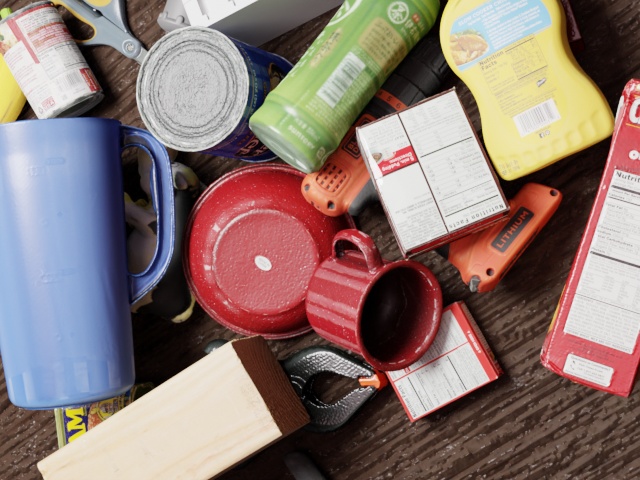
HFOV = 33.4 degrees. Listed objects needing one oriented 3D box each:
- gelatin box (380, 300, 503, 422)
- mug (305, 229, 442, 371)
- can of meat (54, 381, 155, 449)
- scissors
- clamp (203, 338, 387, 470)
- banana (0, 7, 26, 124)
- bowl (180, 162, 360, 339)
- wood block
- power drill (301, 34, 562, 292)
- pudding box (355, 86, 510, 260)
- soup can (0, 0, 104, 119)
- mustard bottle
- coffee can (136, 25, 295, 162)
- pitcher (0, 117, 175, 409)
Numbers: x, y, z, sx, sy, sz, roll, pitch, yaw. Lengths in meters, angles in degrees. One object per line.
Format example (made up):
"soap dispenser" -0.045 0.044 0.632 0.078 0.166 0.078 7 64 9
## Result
"gelatin box" 0.101 0.104 0.921 0.089 0.030 0.073 -31 81 18
"mug" 0.038 0.044 0.887 0.082 0.093 0.117 17 133 52
"can of meat" -0.199 0.187 1.020 0.084 0.057 0.102 -7 89 17
"scissors" -0.180 -0.206 1.029 0.202 0.016 0.096 24 100 19
"clamp" -0.028 0.129 0.965 0.172 0.039 0.120 -20 88 14
"banana" -0.336 -0.133 1.080 0.070 0.037 0.198 38 102 36
"bowl" -0.046 0.014 0.934 0.162 0.055 0.162 0 99 2
"wood block" -0.125 0.173 0.923 0.206 0.090 0.090 -33 81 13
"power drill" 0.104 -0.061 0.893 0.188 0.057 0.184 37 86 14
"pudding box" 0.088 -0.052 0.843 0.090 0.039 0.113 -22 78 2
"soup can" -0.261 -0.168 1.023 0.069 0.068 0.102 -29 92 18
"mustard bottle" 0.147 -0.150 0.828 0.096 0.058 0.191 -25 87 24
"coffee can" -0.080 -0.123 0.927 0.103 0.140 0.103 0 90 20
"pitcher" -0.215 0.015 0.920 0.149 0.144 0.243 -5 92 36
